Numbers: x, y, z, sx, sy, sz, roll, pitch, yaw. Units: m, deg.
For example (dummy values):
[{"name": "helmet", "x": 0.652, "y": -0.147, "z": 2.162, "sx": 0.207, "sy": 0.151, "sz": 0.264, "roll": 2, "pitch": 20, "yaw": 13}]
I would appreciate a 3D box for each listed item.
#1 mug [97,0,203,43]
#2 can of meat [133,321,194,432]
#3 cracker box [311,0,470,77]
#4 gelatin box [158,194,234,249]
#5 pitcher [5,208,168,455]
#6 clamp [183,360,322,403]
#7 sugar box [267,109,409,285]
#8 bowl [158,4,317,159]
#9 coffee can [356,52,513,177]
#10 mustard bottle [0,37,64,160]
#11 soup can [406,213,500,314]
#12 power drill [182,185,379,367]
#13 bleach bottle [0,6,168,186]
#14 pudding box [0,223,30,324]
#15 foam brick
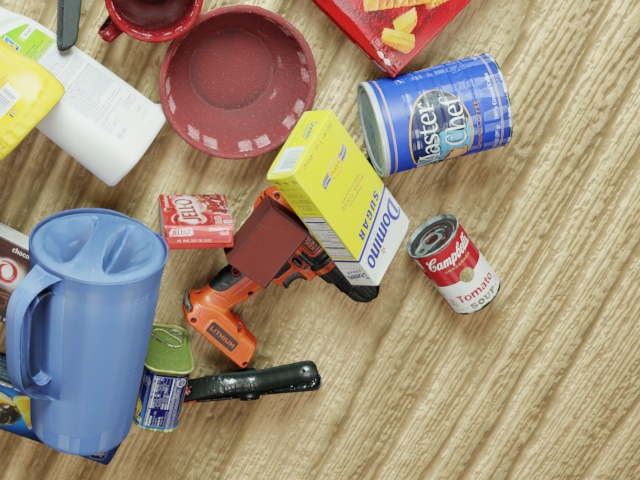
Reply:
[{"name": "mug", "x": -0.171, "y": -0.237, "z": 1.032, "sx": 0.093, "sy": 0.081, "sz": 0.117, "roll": 40, "pitch": 101, "yaw": -25}, {"name": "can of meat", "x": -0.181, "y": 0.154, "z": 1.200, "sx": 0.057, "sy": 0.102, "sz": 0.084, "roll": 8, "pitch": 114, "yaw": -16}, {"name": "cracker box", "x": 0.088, "y": -0.295, "z": 1.066, "sx": 0.214, "sy": 0.072, "sz": 0.164, "roll": -44, "pitch": 116, "yaw": 9}, {"name": "gelatin box", "x": -0.133, "y": -0.021, "z": 1.135, "sx": 0.073, "sy": 0.089, "sz": 0.030, "roll": -1, "pitch": 114, "yaw": -12}, {"name": "pitcher", "x": -0.242, "y": 0.102, "z": 1.081, "sx": 0.149, "sy": 0.145, "sz": 0.243, "roll": 3, "pitch": 122, "yaw": -15}, {"name": "clamp", "x": -0.077, "y": 0.164, "z": 1.229, "sx": 0.171, "sy": 0.120, "sz": 0.039, "roll": -8, "pitch": 71, "yaw": -8}, {"name": "sugar box", "x": 0.023, "y": -0.042, "z": 1.111, "sx": 0.176, "sy": 0.048, "sz": 0.093, "roll": 49, "pitch": 56, "yaw": -33}, {"name": "bowl", "x": -0.087, "y": -0.167, "z": 1.095, "sx": 0.162, "sy": 0.055, "sz": 0.162, "roll": -6, "pitch": 116, "yaw": -12}, {"name": "coffee can", "x": 0.119, "y": -0.133, "z": 1.130, "sx": 0.140, "sy": 0.103, "sz": 0.103, "roll": -14, "pitch": 116, "yaw": -6}, {"name": "mustard bottle", "x": -0.330, "y": -0.167, "z": 0.957, "sx": 0.096, "sy": 0.058, "sz": 0.191, "roll": -46, "pitch": 105, "yaw": 1}, {"name": "soup can", "x": 0.154, "y": 0.029, "z": 1.232, "sx": 0.068, "sy": 0.068, "sz": 0.102, "roll": -37, "pitch": 117, "yaw": 6}, {"name": "power drill", "x": -0.048, "y": 0.054, "z": 1.207, "sx": 0.188, "sy": 0.057, "sz": 0.184, "roll": -45, "pitch": 111, "yaw": 7}, {"name": "bleach bottle", "x": -0.274, "y": -0.167, "z": 1.045, "sx": 0.250, "sy": 0.102, "sz": 0.068, "roll": 40, "pitch": 133, "yaw": -16}, {"name": "pudding box", "x": -0.340, "y": 0.031, "z": 1.120, "sx": 0.113, "sy": 0.039, "sz": 0.090, "roll": 24, "pitch": 110, "yaw": 7}, {"name": "foam brick", "x": -0.057, "y": 0.001, "z": 1.126, "sx": 0.051, "sy": 0.053, "sz": 0.078, "roll": 37, "pitch": 100, "yaw": -19}]
